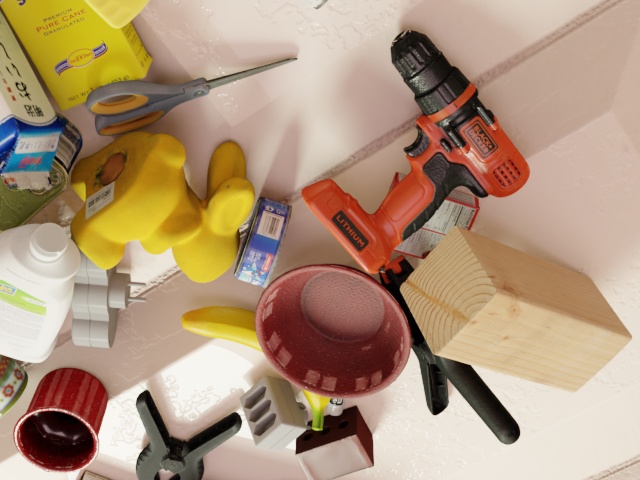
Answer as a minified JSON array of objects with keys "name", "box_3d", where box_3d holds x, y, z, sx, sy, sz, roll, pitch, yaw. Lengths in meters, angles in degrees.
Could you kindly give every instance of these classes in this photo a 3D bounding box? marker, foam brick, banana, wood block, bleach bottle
[{"name":"marker","box_3d":[0.025,0.140,1.164,0.020,0.020,0.121,9,121,-3]},{"name":"foam brick","box_3d":[0.016,0.230,1.200,0.078,0.053,0.051,-22,118,13]},{"name":"banana","box_3d":[-0.054,0.118,1.132,0.197,0.069,0.037,39,152,-12]},{"name":"wood block","box_3d":[0.191,0.071,1.030,0.205,0.091,0.090,18,123,-37]},{"name":"bleach bottle","box_3d":[-0.276,0.046,1.024,0.102,0.068,0.251,20,151,-18]}]

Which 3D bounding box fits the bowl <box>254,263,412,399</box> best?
[{"name":"bowl","box_3d":[0.017,0.082,1.088,0.162,0.055,0.162,7,120,11]}]

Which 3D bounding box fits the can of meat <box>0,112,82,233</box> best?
[{"name":"can of meat","box_3d":[-0.278,-0.066,1.018,0.102,0.084,0.057,-37,113,21]}]

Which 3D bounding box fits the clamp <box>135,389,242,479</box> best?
[{"name":"clamp","box_3d":[-0.157,0.244,1.224,0.120,0.039,0.172,12,127,1]}]

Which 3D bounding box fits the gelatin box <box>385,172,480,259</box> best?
[{"name":"gelatin box","box_3d":[0.104,-0.020,1.060,0.089,0.030,0.073,16,119,-6]}]

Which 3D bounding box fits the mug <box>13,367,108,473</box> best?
[{"name":"mug","box_3d":[-0.285,0.204,1.180,0.093,0.081,0.117,17,120,-8]}]

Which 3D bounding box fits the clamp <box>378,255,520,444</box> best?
[{"name":"clamp","box_3d":[0.123,0.113,1.088,0.036,0.165,0.210,-32,110,-19]}]

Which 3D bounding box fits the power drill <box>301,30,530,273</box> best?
[{"name":"power drill","box_3d":[0.076,-0.075,0.990,0.188,0.057,0.184,-39,103,8]}]

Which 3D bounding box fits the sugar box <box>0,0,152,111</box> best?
[{"name":"sugar box","box_3d":[-0.232,-0.213,0.951,0.093,0.048,0.176,-20,119,12]}]

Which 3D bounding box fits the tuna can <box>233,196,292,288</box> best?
[{"name":"tuna can","box_3d":[-0.057,0.001,1.047,0.033,0.086,0.086,18,120,-7]}]

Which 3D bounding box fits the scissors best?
[{"name":"scissors","box_3d":[-0.127,-0.143,0.977,0.202,0.096,0.016,-21,74,16]}]
